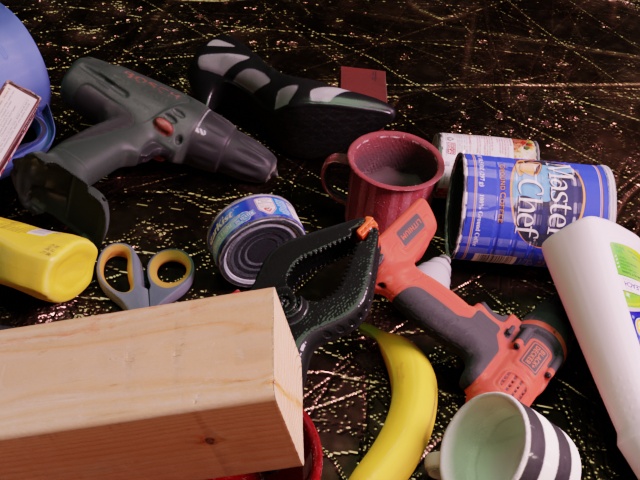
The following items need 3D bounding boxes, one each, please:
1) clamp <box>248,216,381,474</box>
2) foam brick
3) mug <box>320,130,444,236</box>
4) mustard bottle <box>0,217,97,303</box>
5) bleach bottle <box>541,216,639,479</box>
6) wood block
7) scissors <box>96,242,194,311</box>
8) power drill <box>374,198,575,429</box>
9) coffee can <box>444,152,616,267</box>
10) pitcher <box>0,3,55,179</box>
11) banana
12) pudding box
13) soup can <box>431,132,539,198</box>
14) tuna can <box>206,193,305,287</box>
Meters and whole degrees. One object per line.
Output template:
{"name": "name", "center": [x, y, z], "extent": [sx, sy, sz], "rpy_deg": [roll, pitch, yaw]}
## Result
{"name": "clamp", "center": [-0.036, 0.055, 0.811], "extent": [0.165, 0.036, 0.209], "rpy_deg": [29, 65, 25]}
{"name": "foam brick", "center": [0.044, -0.146, 1.166], "extent": [0.053, 0.051, 0.078], "rpy_deg": [6, 41, -2]}
{"name": "mug", "center": [0.056, -0.049, 1.032], "extent": [0.117, 0.081, 0.093], "rpy_deg": [14, 41, 8]}
{"name": "mustard bottle", "center": [-0.300, 0.001, 0.930], "extent": [0.192, 0.058, 0.096], "rpy_deg": [16, 10, 11]}
{"name": "bleach bottle", "center": [0.259, 0.105, 0.872], "extent": [0.102, 0.068, 0.251], "rpy_deg": [22, 45, -42]}
{"name": "wood block", "center": [-0.121, 0.106, 0.715], "extent": [0.206, 0.091, 0.090], "rpy_deg": [-9, 48, 7]}
{"name": "scissors", "center": [-0.138, 0.068, 0.921], "extent": [0.096, 0.016, 0.202], "rpy_deg": [-12, 44, -20]}
{"name": "power drill", "center": [0.128, 0.052, 0.903], "extent": [0.188, 0.057, 0.184], "rpy_deg": [42, 40, 7]}
{"name": "coffee can", "center": [0.195, -0.026, 1.008], "extent": [0.140, 0.103, 0.102], "rpy_deg": [5, 41, -1]}
{"name": "pitcher", "center": [-0.388, -0.123, 1.035], "extent": [0.149, 0.145, 0.242], "rpy_deg": [23, 46, 36]}
{"name": "banana", "center": [0.058, 0.141, 0.851], "extent": [0.070, 0.037, 0.197], "rpy_deg": [-6, 37, 13]}
{"name": "pudding box", "center": [-0.302, -0.083, 0.979], "extent": [0.039, 0.090, 0.113], "rpy_deg": [28, 75, -16]}
{"name": "soup can", "center": [0.164, -0.072, 1.084], "extent": [0.102, 0.068, 0.068], "rpy_deg": [5, 41, -1]}
{"name": "tuna can", "center": [-0.056, 0.001, 0.956], "extent": [0.086, 0.086, 0.034], "rpy_deg": [-10, 46, -19]}
